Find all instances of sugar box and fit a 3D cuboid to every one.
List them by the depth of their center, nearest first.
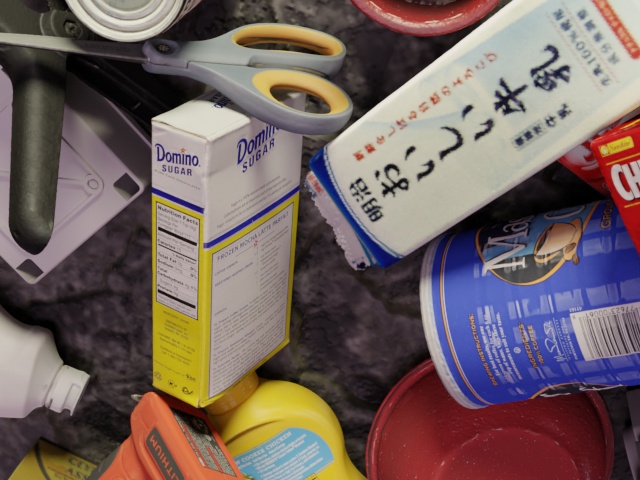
[{"bbox_3d":[-0.054,0.001,0.616,0.048,0.093,0.176,19,122,27],"label":"sugar box"}]

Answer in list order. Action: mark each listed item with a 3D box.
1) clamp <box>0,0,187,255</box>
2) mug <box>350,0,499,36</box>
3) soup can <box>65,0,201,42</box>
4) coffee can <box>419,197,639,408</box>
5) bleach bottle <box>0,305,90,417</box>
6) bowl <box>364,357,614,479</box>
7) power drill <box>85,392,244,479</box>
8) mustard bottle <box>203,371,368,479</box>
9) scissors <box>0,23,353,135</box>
[{"bbox_3d":[-0.147,-0.099,0.576,0.036,0.164,0.210,-27,99,39],"label":"clamp"},{"bbox_3d":[0.056,-0.169,0.533,0.093,0.081,0.117,8,116,7],"label":"mug"},{"bbox_3d":[-0.088,-0.148,0.557,0.068,0.102,0.068,4,115,8],"label":"soup can"},{"bbox_3d":[0.139,0.032,0.584,0.141,0.102,0.103,-13,112,29],"label":"coffee can"},{"bbox_3d":[-0.271,0.046,0.704,0.250,0.068,0.103,25,117,-4],"label":"bleach bottle"},{"bbox_3d":[0.110,0.147,0.665,0.162,0.055,0.162,0,106,-1],"label":"bowl"},{"bbox_3d":[-0.123,0.198,0.634,0.188,0.185,0.057,-44,143,9],"label":"power drill"},{"bbox_3d":[-0.025,0.152,0.708,0.096,0.058,0.191,-29,107,10],"label":"mustard bottle"},{"bbox_3d":[-0.068,-0.084,0.551,0.201,0.096,0.016,-9,138,-29],"label":"scissors"}]
